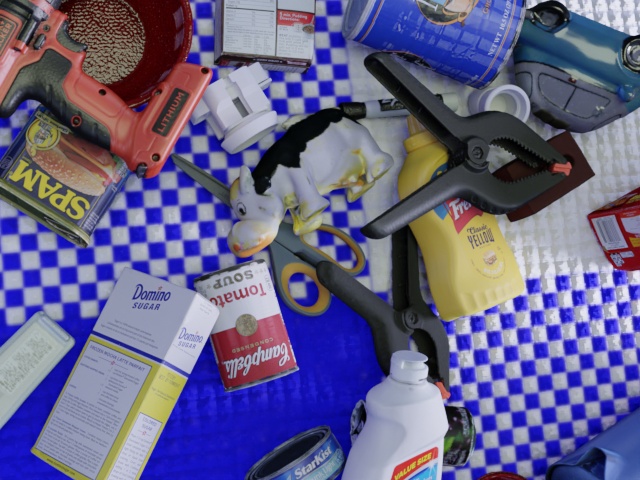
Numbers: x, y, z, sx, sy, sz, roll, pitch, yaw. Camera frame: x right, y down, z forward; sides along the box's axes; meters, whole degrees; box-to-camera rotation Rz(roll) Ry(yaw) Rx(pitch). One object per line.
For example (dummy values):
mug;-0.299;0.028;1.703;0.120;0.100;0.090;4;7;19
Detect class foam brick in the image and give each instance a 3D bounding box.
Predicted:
foam brick;0.209;-0.061;1.020;0.078;0.051;0.053;-32;92;-15

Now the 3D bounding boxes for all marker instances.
marker;0.072;-0.126;1.010;0.121;0.020;0.020;-7;85;-15

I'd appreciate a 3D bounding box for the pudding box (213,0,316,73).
pudding box;-0.050;-0.215;0.981;0.090;0.039;0.113;3;81;-13

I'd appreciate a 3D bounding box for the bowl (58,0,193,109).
bowl;-0.195;-0.184;0.931;0.162;0.055;0.162;2;83;-14

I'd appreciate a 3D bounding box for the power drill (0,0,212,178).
power drill;-0.187;-0.149;0.871;0.187;0.057;0.184;27;81;-7

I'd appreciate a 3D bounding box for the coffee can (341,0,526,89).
coffee can;0.103;-0.211;0.985;0.140;0.103;0.103;19;79;-12

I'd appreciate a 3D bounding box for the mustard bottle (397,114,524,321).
mustard bottle;0.120;-0.028;0.986;0.096;0.058;0.191;-17;86;-39

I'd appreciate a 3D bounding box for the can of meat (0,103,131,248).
can of meat;-0.220;-0.056;0.910;0.102;0.057;0.084;33;74;-9

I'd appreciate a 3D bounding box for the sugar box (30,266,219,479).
sugar box;-0.161;0.117;0.887;0.048;0.093;0.176;44;69;-50

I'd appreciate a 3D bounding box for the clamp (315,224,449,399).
clamp;0.063;0.071;0.965;0.120;0.039;0.171;-18;86;-31

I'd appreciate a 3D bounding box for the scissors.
scissors;-0.056;0.001;0.964;0.201;0.016;0.096;22;76;-11

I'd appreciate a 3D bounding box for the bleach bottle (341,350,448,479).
bleach bottle;0.052;0.216;0.895;0.102;0.068;0.251;-2;105;-34

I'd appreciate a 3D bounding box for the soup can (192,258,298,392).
soup can;-0.065;0.073;0.928;0.068;0.069;0.102;-16;87;-15

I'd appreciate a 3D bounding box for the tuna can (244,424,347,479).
tuna can;-0.020;0.196;0.916;0.086;0.086;0.034;-32;94;-16

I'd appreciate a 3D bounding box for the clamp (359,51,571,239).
clamp;0.125;-0.083;0.944;0.209;0.036;0.164;-1;82;-23
